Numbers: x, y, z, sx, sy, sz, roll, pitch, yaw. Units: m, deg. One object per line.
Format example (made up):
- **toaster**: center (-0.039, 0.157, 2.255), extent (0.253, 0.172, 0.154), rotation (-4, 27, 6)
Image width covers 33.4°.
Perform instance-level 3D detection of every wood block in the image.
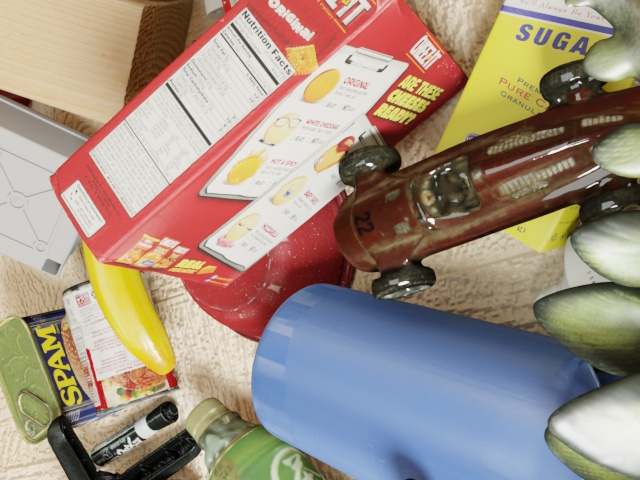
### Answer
- **wood block**: center (-0.212, -0.161, 0.794), extent (0.206, 0.090, 0.091), rotation (19, 109, 12)

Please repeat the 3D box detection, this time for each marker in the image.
- **marker**: center (-0.158, 0.163, 0.885), extent (0.121, 0.020, 0.020), rotation (-35, 76, 34)

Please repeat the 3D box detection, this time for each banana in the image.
- **banana**: center (-0.144, 0.002, 0.800), extent (0.069, 0.037, 0.198), rotation (-1, 84, -3)

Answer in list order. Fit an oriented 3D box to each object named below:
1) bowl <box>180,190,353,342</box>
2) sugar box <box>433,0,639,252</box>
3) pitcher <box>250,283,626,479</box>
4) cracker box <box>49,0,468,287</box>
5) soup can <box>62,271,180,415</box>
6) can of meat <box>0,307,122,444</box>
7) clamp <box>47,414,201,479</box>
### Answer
- **bowl**: center (-0.055, 0.001, 0.764), extent (0.162, 0.055, 0.162), rotation (6, 100, 35)
- **sugar box**: center (0.137, -0.091, 0.616), extent (0.093, 0.048, 0.176), rotation (34, 116, 28)
- **pitcher**: center (0.080, 0.114, 0.646), extent (0.243, 0.144, 0.149), rotation (16, 85, 37)
- **cracker box**: center (-0.031, -0.068, 0.631), extent (0.214, 0.164, 0.072), rotation (-41, 71, 11)
- **soup can**: center (-0.158, 0.080, 0.843), extent (0.069, 0.068, 0.102), rotation (-21, 84, 36)
- **can of meat**: center (-0.212, 0.106, 0.876), extent (0.058, 0.083, 0.102), rotation (-31, 78, 35)
- **clamp**: center (-0.180, 0.200, 0.858), extent (0.172, 0.120, 0.039), rotation (-58, 23, 28)
